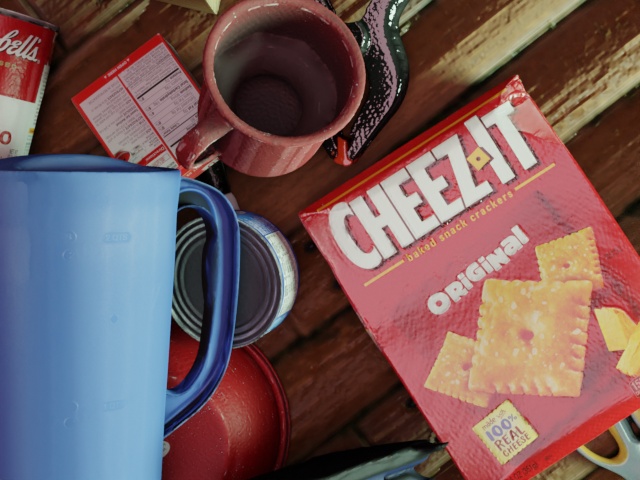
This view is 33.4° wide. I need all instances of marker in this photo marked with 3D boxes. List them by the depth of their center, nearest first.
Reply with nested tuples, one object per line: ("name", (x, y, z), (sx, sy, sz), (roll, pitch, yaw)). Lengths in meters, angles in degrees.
("marker", (-0.055, 0.001, 0.708), (0.020, 0.020, 0.121), (-21, 92, 3))

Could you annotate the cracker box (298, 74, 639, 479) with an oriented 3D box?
("cracker box", (0.111, 0.030, 0.669), (0.164, 0.072, 0.214), (-33, 85, 3))

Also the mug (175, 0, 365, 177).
("mug", (-0.037, -0.079, 0.629), (0.117, 0.082, 0.093), (-42, 88, -19))

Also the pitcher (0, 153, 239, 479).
("pitcher", (-0.137, 0.072, 0.613), (0.149, 0.144, 0.243), (3, 97, 16))

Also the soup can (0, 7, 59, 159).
("soup can", (-0.213, -0.097, 0.686), (0.068, 0.068, 0.102), (15, 94, 1))

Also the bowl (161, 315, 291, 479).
("bowl", (-0.101, 0.128, 0.699), (0.162, 0.055, 0.162), (0, 93, 2))

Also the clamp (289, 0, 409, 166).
("clamp", (0.010, -0.137, 0.690), (0.120, 0.039, 0.171), (13, 97, 17))

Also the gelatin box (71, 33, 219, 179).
("gelatin box", (-0.106, -0.077, 0.693), (0.073, 0.030, 0.089), (-37, 76, 3))

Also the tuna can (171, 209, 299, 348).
("tuna can", (-0.057, 0.024, 0.683), (0.086, 0.033, 0.086), (4, 101, 21))
